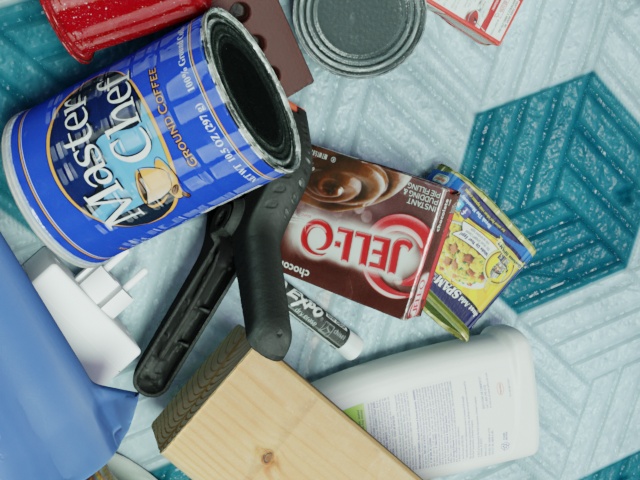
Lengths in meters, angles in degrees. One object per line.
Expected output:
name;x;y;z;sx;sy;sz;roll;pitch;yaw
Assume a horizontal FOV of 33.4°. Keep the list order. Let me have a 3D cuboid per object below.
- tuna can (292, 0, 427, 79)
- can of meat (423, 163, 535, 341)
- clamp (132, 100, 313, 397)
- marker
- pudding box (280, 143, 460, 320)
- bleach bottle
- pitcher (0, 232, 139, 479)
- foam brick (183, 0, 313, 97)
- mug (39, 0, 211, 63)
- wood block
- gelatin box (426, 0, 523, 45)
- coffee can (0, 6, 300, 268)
tuna can;0.026;-0.150;0.693;0.086;0.033;0.086;1;115;3
can of meat;0.093;0.008;0.767;0.084;0.057;0.102;-48;115;-5
clamp;-0.054;0.001;0.676;0.036;0.165;0.210;29;54;-26
marker;-0.017;0.045;0.755;0.121;0.020;0.020;39;88;-25
pudding box;0.027;-0.008;0.710;0.039;0.114;0.090;2;106;-63
bleach bottle;0.031;0.130;0.773;0.250;0.068;0.102;-8;96;-15
pitcher;-0.228;0.048;0.587;0.149;0.145;0.243;-33;96;-54
foam brick;-0.049;-0.126;0.678;0.053;0.051;0.078;-31;113;-11
mug;-0.116;-0.169;0.608;0.081;0.093;0.117;-16;92;7
wood block;0.001;0.158;0.690;0.206;0.090;0.091;42;84;-11
gelatin box;0.101;-0.185;0.732;0.089;0.030;0.073;25;93;-24
coffee can;-0.097;-0.057;0.620;0.140;0.102;0.102;-24;115;18
